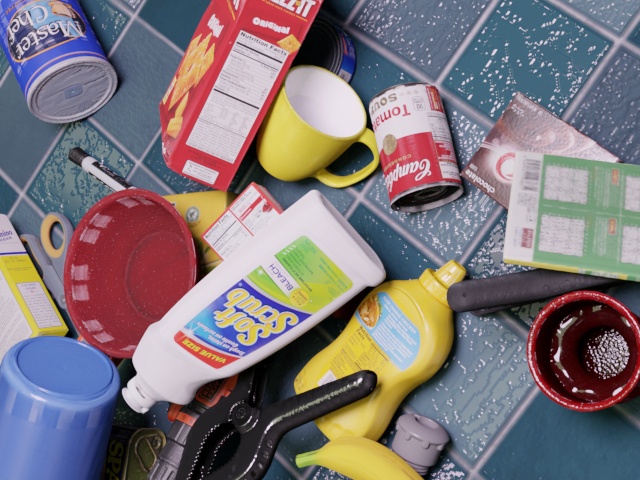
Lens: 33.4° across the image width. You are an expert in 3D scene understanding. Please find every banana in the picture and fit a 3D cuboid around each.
[{"bbox_3d":[0.071,0.232,0.921,0.198,0.037,0.070,42,122,9],"label":"banana"}]

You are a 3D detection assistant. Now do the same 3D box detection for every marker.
[{"bbox_3d":[-0.240,-0.072,1.188,0.121,0.020,0.020,34,99,30],"label":"marker"}]

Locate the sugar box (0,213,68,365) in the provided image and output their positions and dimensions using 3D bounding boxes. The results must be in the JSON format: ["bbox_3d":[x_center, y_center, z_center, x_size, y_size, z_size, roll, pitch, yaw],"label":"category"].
[{"bbox_3d":[-0.355,0.063,1.208,0.093,0.048,0.176,-51,58,32],"label":"sugar box"}]

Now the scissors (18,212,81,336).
[{"bbox_3d":[-0.277,0.047,1.190,0.202,0.016,0.096,42,107,29],"label":"scissors"}]

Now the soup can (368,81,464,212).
[{"bbox_3d":[0.086,-0.085,0.973,0.069,0.068,0.102,-19,72,26],"label":"soup can"}]

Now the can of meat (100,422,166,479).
[{"bbox_3d":[-0.213,0.239,1.101,0.084,0.057,0.102,4,83,33],"label":"can of meat"}]

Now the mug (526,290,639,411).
[{"bbox_3d":[0.233,0.091,0.851,0.117,0.081,0.093,2,83,30],"label":"mug"}]

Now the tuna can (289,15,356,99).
[{"bbox_3d":[-0.008,-0.178,1.062,0.086,0.033,0.086,-5,79,29],"label":"tuna can"}]

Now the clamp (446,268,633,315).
[{"bbox_3d":[0.190,0.036,0.890,0.171,0.120,0.039,-9,87,6],"label":"clamp"}]

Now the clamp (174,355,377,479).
[{"bbox_3d":[-0.064,0.153,0.962,0.210,0.036,0.165,-46,44,-1],"label":"clamp"}]

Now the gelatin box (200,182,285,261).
[{"bbox_3d":[-0.057,0.001,0.997,0.073,0.030,0.089,-46,69,7],"label":"gelatin box"}]

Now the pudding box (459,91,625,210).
[{"bbox_3d":[0.192,-0.061,0.924,0.114,0.039,0.090,40,102,28],"label":"pudding box"}]

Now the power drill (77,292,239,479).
[{"bbox_3d":[-0.163,0.146,1.054,0.188,0.057,0.184,24,70,25],"label":"power drill"}]

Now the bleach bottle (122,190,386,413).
[{"bbox_3d":[-0.069,0.071,0.945,0.251,0.068,0.102,-40,105,9],"label":"bleach bottle"}]

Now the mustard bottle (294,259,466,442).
[{"bbox_3d":[0.063,0.094,0.962,0.192,0.058,0.096,-51,50,13],"label":"mustard bottle"}]

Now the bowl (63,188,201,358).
[{"bbox_3d":[-0.171,0.033,1.031,0.162,0.055,0.162,-4,83,29],"label":"bowl"}]

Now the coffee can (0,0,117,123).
[{"bbox_3d":[-0.302,-0.217,1.199,0.103,0.102,0.140,-38,65,19],"label":"coffee can"}]

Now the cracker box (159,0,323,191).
[{"bbox_3d":[-0.082,-0.178,1.018,0.214,0.072,0.164,-61,21,21],"label":"cracker box"}]

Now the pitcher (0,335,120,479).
[{"bbox_3d":[-0.271,0.208,1.013,0.149,0.144,0.243,29,116,18],"label":"pitcher"}]
